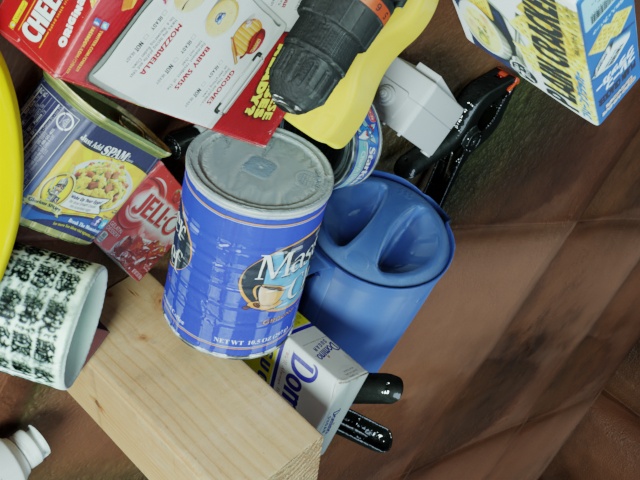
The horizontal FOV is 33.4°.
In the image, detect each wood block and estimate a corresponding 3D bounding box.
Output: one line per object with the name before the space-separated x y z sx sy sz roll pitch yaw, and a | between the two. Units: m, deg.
wood block | -0.103 0.129 0.809 0.090 0.206 0.091 -34 149 -30

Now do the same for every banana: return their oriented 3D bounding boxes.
banana | -0.193 -0.050 0.581 0.069 0.037 0.198 -25 123 -37

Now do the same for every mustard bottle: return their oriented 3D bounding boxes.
mustard bottle | 0.029 -0.167 0.754 0.192 0.096 0.058 -55 153 10

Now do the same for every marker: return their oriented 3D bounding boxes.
marker | -0.068 -0.089 0.793 0.120 0.020 0.020 -31 148 -35

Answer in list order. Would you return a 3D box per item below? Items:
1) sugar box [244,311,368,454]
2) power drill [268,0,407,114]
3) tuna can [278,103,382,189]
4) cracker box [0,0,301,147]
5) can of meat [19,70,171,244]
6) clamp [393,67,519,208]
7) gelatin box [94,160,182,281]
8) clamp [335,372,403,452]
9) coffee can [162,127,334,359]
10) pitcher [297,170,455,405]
sugar box | -0.052 0.092 0.874 0.048 0.176 0.093 -13 136 -51
power drill | 0.002 -0.177 0.584 0.184 0.057 0.187 -60 156 -6
tuna can | 0.005 -0.082 0.841 0.033 0.086 0.086 -16 138 -47
cracker box | -0.068 -0.157 0.643 0.164 0.072 0.213 -57 154 12
can of meat | -0.155 -0.049 0.664 0.084 0.057 0.102 -51 154 6
clamp | 0.135 -0.106 1.071 0.171 0.039 0.120 -58 158 1
gelatin box | -0.131 -0.018 0.772 0.073 0.030 0.089 -47 155 -9
clamp | -0.024 0.132 0.948 0.165 0.210 0.036 105 2 -63
coffee can | -0.055 0.001 0.768 0.102 0.103 0.140 -26 144 -40
pitcher | 0.015 0.062 0.991 0.243 0.149 0.145 112 -8 -48
